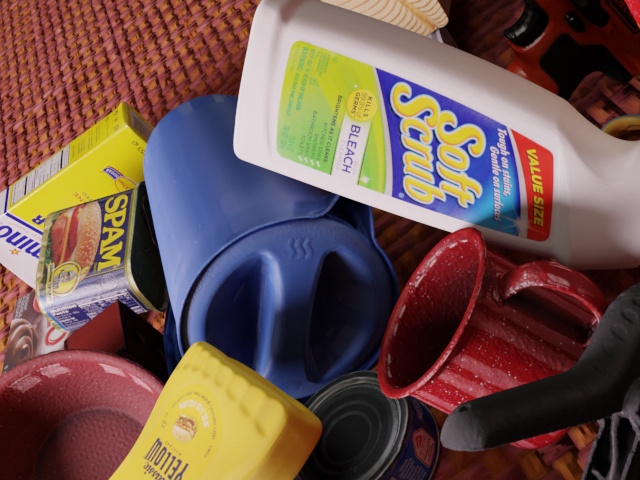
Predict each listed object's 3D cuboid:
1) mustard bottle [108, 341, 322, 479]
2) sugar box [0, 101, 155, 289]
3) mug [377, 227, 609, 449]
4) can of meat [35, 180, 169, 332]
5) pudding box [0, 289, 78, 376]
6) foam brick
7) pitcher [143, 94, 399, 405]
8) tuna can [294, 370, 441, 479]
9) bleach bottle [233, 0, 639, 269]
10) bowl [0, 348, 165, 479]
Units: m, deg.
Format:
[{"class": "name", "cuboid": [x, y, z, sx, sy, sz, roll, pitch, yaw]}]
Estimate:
[{"class": "mustard bottle", "cuboid": [-0.084, 0.153, 0.559, 0.096, 0.058, 0.191, 27, 82, 46]}, {"class": "sugar box", "cuboid": [-0.201, -0.032, 0.909, 0.176, 0.093, 0.048, -35, 36, 14]}, {"class": "mug", "cuboid": [0.093, 0.046, 0.524, 0.117, 0.081, 0.093, -46, 21, 47]}, {"class": "can of meat", "cuboid": [-0.162, 0.013, 0.802, 0.084, 0.057, 0.102, -15, 50, 16]}, {"class": "pudding box", "cuboid": [-0.206, 0.075, 0.852, 0.090, 0.039, 0.113, -29, 39, 18]}, {"class": "foam brick", "cuboid": [-0.129, 0.090, 0.730, 0.051, 0.078, 0.053, -36, 39, 10]}, {"class": "pitcher", "cuboid": [-0.055, 0.001, 0.714, 0.149, 0.145, 0.243, -20, 32, -7]}, {"class": "tuna can", "cuboid": [0.022, 0.116, 0.594, 0.086, 0.033, 0.086, -26, 39, 24]}, {"class": "bleach bottle", "cuboid": [0.082, -0.053, 0.558, 0.251, 0.103, 0.068, 19, 25, 15]}, {"class": "bowl", "cuboid": [-0.146, 0.149, 0.665, 0.162, 0.055, 0.162, -1, 82, 6]}]
